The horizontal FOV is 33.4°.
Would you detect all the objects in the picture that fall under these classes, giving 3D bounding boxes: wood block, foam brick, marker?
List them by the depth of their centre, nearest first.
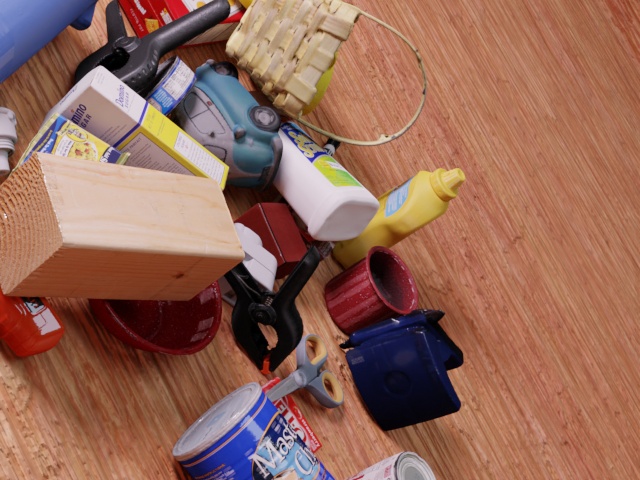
[{"bbox_3d":[-0.178,-0.006,0.938,0.205,0.091,0.090,6,55,-51],"label":"wood block"},{"bbox_3d":[-0.058,0.002,1.232,0.051,0.053,0.078,-6,69,-54],"label":"foam brick"},{"bbox_3d":[0.003,-0.109,1.436,0.020,0.020,0.121,48,34,-13],"label":"marker"}]

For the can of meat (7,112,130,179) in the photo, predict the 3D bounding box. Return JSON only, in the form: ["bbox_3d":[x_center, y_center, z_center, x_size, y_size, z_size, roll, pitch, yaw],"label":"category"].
[{"bbox_3d":[-0.243,-0.067,1.030,0.084,0.058,0.102,32,34,-10],"label":"can of meat"}]

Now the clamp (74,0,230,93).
[{"bbox_3d":[-0.215,-0.207,1.174,0.209,0.165,0.036,-55,141,-35],"label":"clamp"}]

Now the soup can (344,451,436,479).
[{"bbox_3d":[0.064,0.269,1.115,0.068,0.102,0.068,33,39,-32],"label":"soup can"}]

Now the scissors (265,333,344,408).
[{"bbox_3d":[-0.013,0.163,1.147,0.096,0.016,0.201,59,19,-11],"label":"scissors"}]

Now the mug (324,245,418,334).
[{"bbox_3d":[0.065,0.076,1.301,0.093,0.082,0.117,-16,76,-56],"label":"mug"}]

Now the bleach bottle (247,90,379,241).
[{"bbox_3d":[-0.042,-0.105,1.285,0.251,0.068,0.102,48,25,26],"label":"bleach bottle"}]

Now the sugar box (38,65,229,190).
[{"bbox_3d":[-0.191,-0.093,1.102,0.176,0.093,0.048,41,35,-24],"label":"sugar box"}]

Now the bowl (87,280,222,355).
[{"bbox_3d":[-0.173,0.048,1.039,0.162,0.055,0.162,33,40,-33],"label":"bowl"}]

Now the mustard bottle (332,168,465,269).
[{"bbox_3d":[0.103,-0.037,1.344,0.058,0.192,0.096,47,34,-14],"label":"mustard bottle"}]

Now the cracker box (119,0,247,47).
[{"bbox_3d":[-0.173,-0.329,1.347,0.213,0.072,0.164,-25,85,-57],"label":"cracker box"}]

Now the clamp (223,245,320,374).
[{"bbox_3d":[-0.048,0.065,1.110,0.039,0.120,0.171,-54,141,-47],"label":"clamp"}]

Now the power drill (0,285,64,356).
[{"bbox_3d":[-0.291,0.090,0.846,0.184,0.057,0.187,56,33,-1],"label":"power drill"}]

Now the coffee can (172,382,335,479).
[{"bbox_3d":[-0.056,0.219,1.001,0.140,0.103,0.102,52,33,-8],"label":"coffee can"}]

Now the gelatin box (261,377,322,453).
[{"bbox_3d":[-0.046,0.195,1.101,0.089,0.030,0.073,58,32,1],"label":"gelatin box"}]

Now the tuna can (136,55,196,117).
[{"bbox_3d":[-0.178,-0.164,1.186,0.033,0.086,0.086,44,35,-21],"label":"tuna can"}]

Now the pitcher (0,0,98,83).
[{"bbox_3d":[-0.314,-0.246,1.039,0.149,0.145,0.242,29,41,-5],"label":"pitcher"}]

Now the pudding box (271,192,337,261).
[{"bbox_3d":[-0.016,-0.029,1.324,0.090,0.039,0.113,48,33,-11],"label":"pudding box"}]
